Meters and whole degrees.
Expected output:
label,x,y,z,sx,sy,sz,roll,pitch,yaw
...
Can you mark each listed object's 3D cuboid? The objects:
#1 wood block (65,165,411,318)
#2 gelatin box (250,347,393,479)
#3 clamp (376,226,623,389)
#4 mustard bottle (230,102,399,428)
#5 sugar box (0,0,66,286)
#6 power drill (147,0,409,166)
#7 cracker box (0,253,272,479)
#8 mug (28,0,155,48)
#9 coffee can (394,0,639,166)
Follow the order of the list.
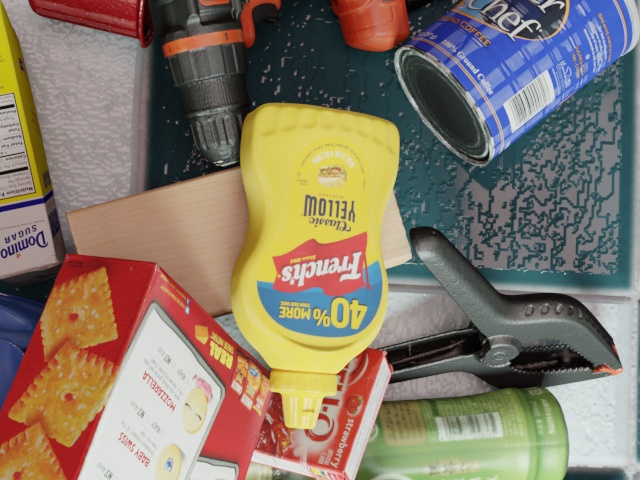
label,x,y,z,sx,sy,sz,roll,pitch,yaw
wood block,-0.055,0.001,0.722,0.206,0.090,0.091,-16,87,-8
gelatin box,-0.002,0.107,0.689,0.073,0.030,0.089,10,60,23
clamp,0.111,0.071,0.740,0.209,0.165,0.036,17,44,-24
mustard bottle,-0.006,0.017,0.649,0.096,0.058,0.191,7,83,-20
sugar box,-0.206,-0.061,0.706,0.048,0.093,0.176,-15,88,-9
power drill,-0.026,-0.153,0.714,0.187,0.057,0.184,-18,100,-39
cracker box,-0.114,0.139,0.591,0.072,0.164,0.213,6,64,26
mug,-0.150,-0.185,0.716,0.081,0.117,0.093,13,94,-2
coffee can,0.138,-0.135,0.754,0.140,0.103,0.103,-38,90,-9
